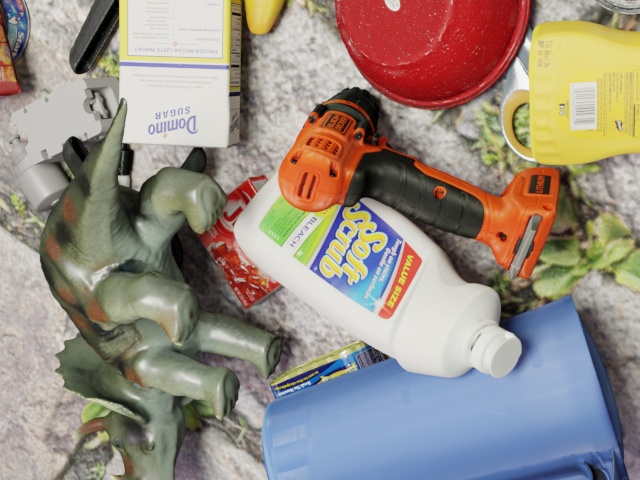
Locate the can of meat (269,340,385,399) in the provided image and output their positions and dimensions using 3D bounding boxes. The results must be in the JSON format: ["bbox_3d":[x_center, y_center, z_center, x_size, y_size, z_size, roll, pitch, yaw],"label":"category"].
[{"bbox_3d":[0.017,0.134,0.871,0.102,0.057,0.084,-26,86,28],"label":"can of meat"}]

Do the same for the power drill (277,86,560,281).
[{"bbox_3d":[0.073,-0.048,0.760,0.187,0.184,0.057,18,118,6],"label":"power drill"}]

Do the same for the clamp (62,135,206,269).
[{"bbox_3d":[-0.168,-0.015,0.922,0.120,0.039,0.171,14,115,4],"label":"clamp"}]

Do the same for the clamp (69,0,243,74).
[{"bbox_3d":[-0.152,-0.235,0.894,0.165,0.036,0.210,-4,100,22],"label":"clamp"}]

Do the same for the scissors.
[{"bbox_3d":[0.132,-0.140,0.784,0.202,0.016,0.096,46,116,12],"label":"scissors"}]

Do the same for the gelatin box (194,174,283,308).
[{"bbox_3d":[-0.056,0.001,0.896,0.073,0.030,0.089,-36,83,27],"label":"gelatin box"}]

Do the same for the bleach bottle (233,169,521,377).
[{"bbox_3d":[0.046,0.021,0.759,0.102,0.068,0.251,-47,44,-11],"label":"bleach bottle"}]

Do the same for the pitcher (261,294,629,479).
[{"bbox_3d":[0.087,0.141,0.751,0.243,0.149,0.145,-18,85,11],"label":"pitcher"}]

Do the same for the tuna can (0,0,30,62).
[{"bbox_3d":[-0.312,-0.200,0.982,0.086,0.033,0.086,5,102,25],"label":"tuna can"}]

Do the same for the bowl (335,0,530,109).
[{"bbox_3d":[0.067,-0.174,0.777,0.162,0.055,0.162,8,104,33],"label":"bowl"}]

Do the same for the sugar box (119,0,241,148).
[{"bbox_3d":[-0.111,-0.164,0.848,0.093,0.048,0.176,4,102,10],"label":"sugar box"}]

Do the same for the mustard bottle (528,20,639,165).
[{"bbox_3d":[0.236,-0.099,0.705,0.192,0.058,0.096,1,117,15],"label":"mustard bottle"}]
